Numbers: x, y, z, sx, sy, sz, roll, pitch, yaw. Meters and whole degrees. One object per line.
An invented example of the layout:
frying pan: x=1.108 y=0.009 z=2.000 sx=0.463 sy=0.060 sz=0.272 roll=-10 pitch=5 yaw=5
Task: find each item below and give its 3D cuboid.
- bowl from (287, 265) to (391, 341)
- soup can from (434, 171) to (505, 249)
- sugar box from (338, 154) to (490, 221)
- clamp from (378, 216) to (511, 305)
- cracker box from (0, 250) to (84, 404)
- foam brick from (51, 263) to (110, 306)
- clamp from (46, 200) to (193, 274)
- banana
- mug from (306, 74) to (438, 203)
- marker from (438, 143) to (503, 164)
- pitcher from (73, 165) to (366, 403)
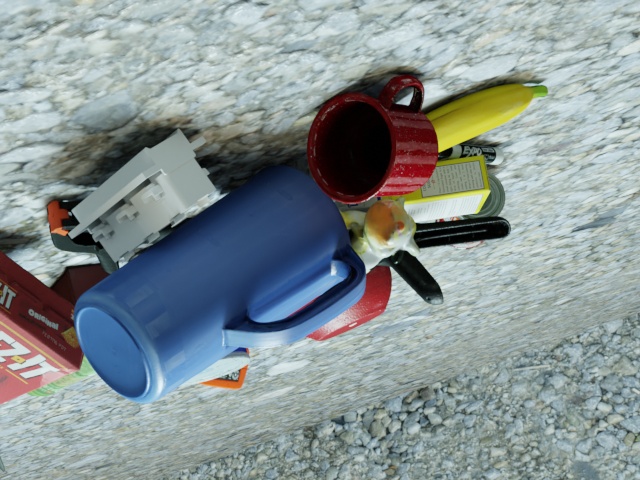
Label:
bowl: x=0.027 y=0.080 z=1.305 sx=0.162 sy=0.055 sz=0.162 roll=-24 pitch=170 yaw=-5
soup can: x=0.173 y=-0.036 z=1.242 sx=0.068 sy=0.068 sz=0.102 roll=-15 pitch=164 yaw=-6
sugar box: x=0.082 y=-0.046 z=1.115 sx=0.176 sy=0.048 sz=0.093 roll=-6 pitch=166 yaw=-2
clamp: x=0.080 y=0.008 z=1.151 sx=0.210 sy=0.036 sz=0.164 roll=9 pitch=-148 yaw=27
cracker box: x=-0.353 y=0.094 z=1.008 sx=0.214 sy=0.072 sz=0.164 roll=-23 pitch=133 yaw=26
foam brick: x=-0.257 y=0.063 z=1.164 sx=0.052 sy=0.051 sz=0.078 roll=-7 pitch=162 yaw=-33
clamp: x=-0.205 y=-0.002 z=1.017 sx=0.120 sy=0.039 sz=0.171 roll=-30 pitch=154 yaw=28
banana: x=0.119 y=-0.102 z=1.010 sx=0.198 sy=0.037 sz=0.069 roll=-22 pitch=162 yaw=19
mug: x=0.054 y=-0.089 z=0.919 sx=0.081 sy=0.093 sz=0.117 roll=-4 pitch=124 yaw=-52
marker: x=0.151 y=-0.092 z=1.113 sx=0.020 sy=0.020 sz=0.120 roll=-29 pitch=160 yaw=39
pitcher: x=-0.086 y=0.042 z=0.942 sx=0.242 sy=0.145 sz=0.149 roll=-35 pitch=-175 yaw=-39
